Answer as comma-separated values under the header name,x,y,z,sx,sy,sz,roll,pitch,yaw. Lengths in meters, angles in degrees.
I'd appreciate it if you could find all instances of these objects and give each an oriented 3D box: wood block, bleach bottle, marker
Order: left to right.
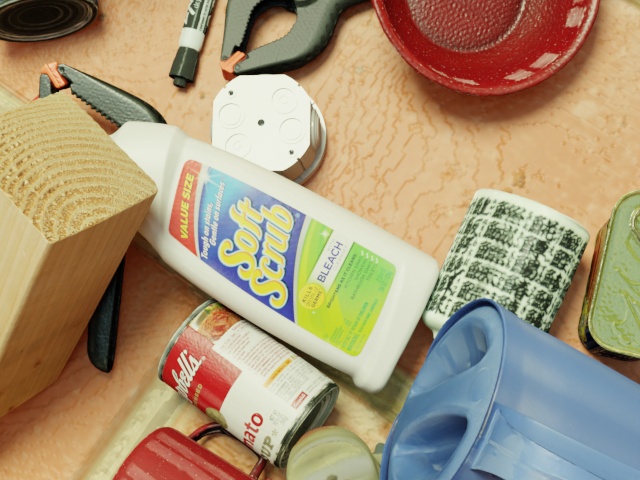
name,x,y,z,sx,sy,sz,roll,pitch,yaw
wood block,-0.193,0.020,0.669,0.091,0.090,0.206,44,131,11
marker,-0.088,-0.170,0.781,0.020,0.020,0.121,13,83,8
bleach bottle,-0.055,0.001,0.694,0.250,0.068,0.102,26,91,-4

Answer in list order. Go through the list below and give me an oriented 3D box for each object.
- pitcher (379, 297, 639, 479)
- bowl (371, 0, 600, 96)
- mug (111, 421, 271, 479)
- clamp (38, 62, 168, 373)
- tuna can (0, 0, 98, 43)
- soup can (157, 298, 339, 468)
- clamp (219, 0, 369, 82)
name,x,y,z,sx,sy,sz,roll,pitch,yaw
pitcher,0.168,0.143,0.608,0.242,0.145,0.149,26,43,-11
bowl,0.106,-0.177,0.728,0.162,0.055,0.162,0,92,-9
mug,-0.083,0.166,0.697,0.081,0.093,0.117,29,57,15
clamp,-0.138,-0.023,0.736,0.164,0.036,0.210,-37,95,1
tuna can,-0.202,-0.173,0.761,0.086,0.086,0.034,-14,81,4
soup can,-0.047,0.094,0.704,0.102,0.068,0.068,34,86,16
clamp,-0.002,-0.175,0.764,0.120,0.039,0.171,32,85,13
